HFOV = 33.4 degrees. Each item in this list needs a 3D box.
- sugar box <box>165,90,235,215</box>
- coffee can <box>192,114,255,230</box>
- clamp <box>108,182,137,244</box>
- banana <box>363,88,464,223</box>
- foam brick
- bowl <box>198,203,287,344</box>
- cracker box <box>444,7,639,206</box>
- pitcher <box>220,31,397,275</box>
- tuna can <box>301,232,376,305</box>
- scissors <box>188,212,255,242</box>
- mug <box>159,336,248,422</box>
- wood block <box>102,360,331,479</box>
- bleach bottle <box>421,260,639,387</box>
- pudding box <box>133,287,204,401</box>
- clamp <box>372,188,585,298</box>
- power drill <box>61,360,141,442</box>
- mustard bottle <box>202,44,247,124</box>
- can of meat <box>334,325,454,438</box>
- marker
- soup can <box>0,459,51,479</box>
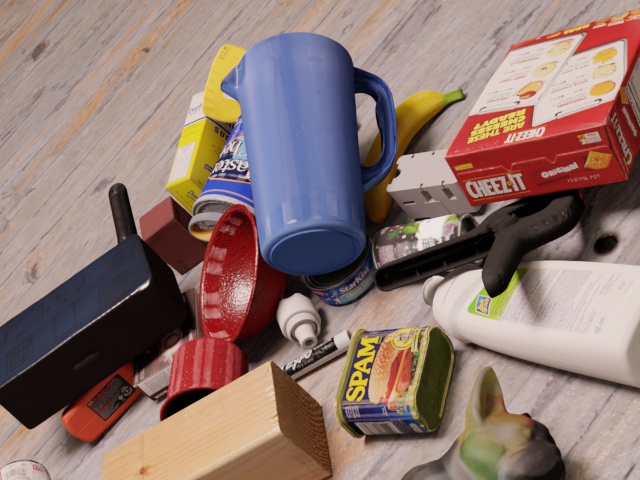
[{"bbox_3d":[-0.140,-0.108,1.384,0.048,0.093,0.176,-18,43,30],"label":"sugar box"},{"bbox_3d":[-0.080,-0.072,1.282,0.103,0.102,0.140,-6,50,40],"label":"coffee can"},{"bbox_3d":[-0.236,0.014,1.336,0.039,0.120,0.171,-20,45,29],"label":"clamp"},{"bbox_3d":[0.088,-0.104,1.211,0.070,0.037,0.197,8,60,49],"label":"banana"},{"bbox_3d":[-0.181,-0.006,1.333,0.053,0.078,0.051,-35,38,11],"label":"foam brick"},{"bbox_3d":[-0.079,0.043,1.171,0.162,0.055,0.162,-35,50,56],"label":"bowl"},{"bbox_3d":[0.236,-0.130,1.030,0.164,0.072,0.213,-10,34,38],"label":"cracker box"},{"bbox_3d":[-0.007,-0.090,1.131,0.149,0.144,0.243,-25,55,28],"label":"pitcher"},{"bbox_3d":[0.024,0.027,1.141,0.086,0.033,0.086,-26,39,23],"label":"tuna can"},{"bbox_3d":[-0.058,0.002,1.224,0.202,0.096,0.016,5,52,25],"label":"scissors"},{"bbox_3d":[-0.120,0.163,1.107,0.081,0.093,0.117,-91,21,-52],"label":"mug"},{"bbox_3d":[-0.102,0.214,1.025,0.206,0.090,0.091,-30,39,17],"label":"wood block"},{"bbox_3d":[0.190,0.056,0.932,0.251,0.068,0.102,10,56,51],"label":"bleach bottle"},{"bbox_3d":[-0.170,0.118,1.229,0.090,0.039,0.113,-33,37,14],"label":"pudding box"},{"bbox_3d":[0.169,-0.001,0.953,0.209,0.036,0.165,-27,15,-23],"label":"clamp"},{"bbox_3d":[-0.299,0.165,1.288,0.184,0.057,0.188,-47,36,-6],"label":"power drill"},{"bbox_3d":[-0.047,-0.173,1.332,0.192,0.058,0.096,20,98,13],"label":"mustard bottle"},{"bbox_3d":[0.069,0.128,0.977,0.084,0.057,0.102,-9,48,34],"label":"can of meat"},{"bbox_3d":[-0.018,0.128,1.092,0.121,0.020,0.020,-31,37,16],"label":"marker"},{"bbox_3d":[-0.322,0.297,1.168,0.068,0.068,0.102,-42,35,1],"label":"soup can"}]
